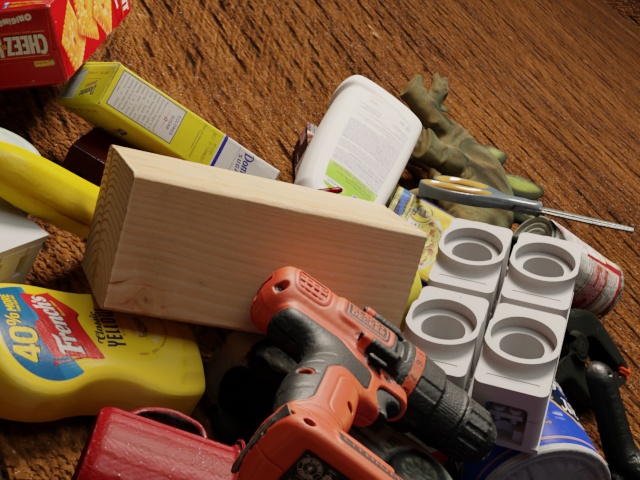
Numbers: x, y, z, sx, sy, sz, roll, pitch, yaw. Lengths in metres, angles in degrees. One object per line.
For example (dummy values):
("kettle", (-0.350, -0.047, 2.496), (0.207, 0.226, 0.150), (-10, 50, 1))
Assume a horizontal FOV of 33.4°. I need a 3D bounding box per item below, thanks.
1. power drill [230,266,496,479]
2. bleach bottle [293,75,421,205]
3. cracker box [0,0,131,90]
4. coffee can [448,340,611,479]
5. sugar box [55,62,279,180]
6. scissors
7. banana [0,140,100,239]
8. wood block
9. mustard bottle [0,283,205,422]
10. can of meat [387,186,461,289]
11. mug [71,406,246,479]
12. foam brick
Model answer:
("power drill", (0.030, 0.109, 0.618), (0.184, 0.057, 0.187), (35, 20, -8))
("bleach bottle", (0.015, -0.055, 1.020), (0.102, 0.068, 0.250), (35, 44, -4))
("cracker box", (-0.270, -0.191, 0.923), (0.164, 0.072, 0.213), (-5, 26, 8))
("coffee can", (0.142, 0.144, 0.806), (0.102, 0.103, 0.140), (18, 28, -25))
("sugar box", (-0.128, -0.087, 0.907), (0.176, 0.048, 0.093), (35, -12, -33))
("scissors", (0.191, -0.037, 1.029), (0.201, 0.016, 0.096), (10, 14, -4))
("banana", (-0.179, -0.032, 0.745), (0.070, 0.037, 0.197), (43, 7, 39))
("wood block", (-0.046, 0.007, 0.726), (0.205, 0.091, 0.090), (11, 13, -23))
("mustard bottle", (-0.170, 0.068, 0.659), (0.191, 0.058, 0.096), (7, 39, -39))
("can of meat", (0.090, 0.009, 1.012), (0.084, 0.057, 0.102), (28, 57, -1))
("mug", (-0.094, 0.134, 0.588), (0.081, 0.093, 0.117), (21, 32, -9))
("foam brick", (-0.170, -0.046, 0.870), (0.078, 0.053, 0.051), (30, 26, 0))
